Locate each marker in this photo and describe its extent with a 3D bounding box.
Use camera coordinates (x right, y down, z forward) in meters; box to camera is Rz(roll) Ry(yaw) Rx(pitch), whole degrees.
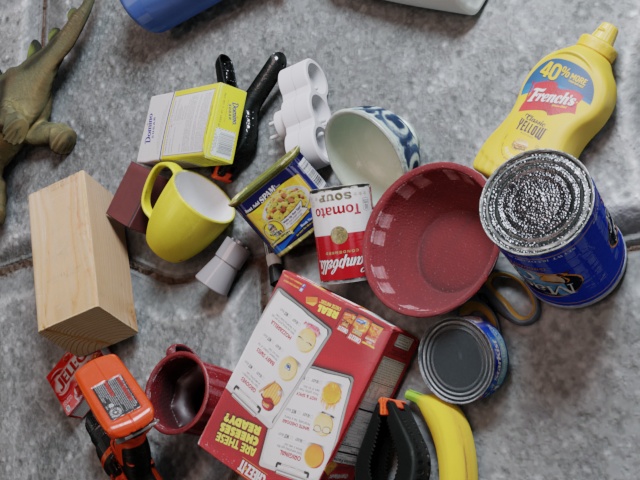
[{"bbox_3d":[-0.058,0.002,1.251,0.020,0.020,0.121,-25,61,25],"label":"marker"}]

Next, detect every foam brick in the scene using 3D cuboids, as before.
[{"bbox_3d":[-0.227,-0.051,1.366,0.051,0.052,0.078,25,87,38],"label":"foam brick"}]

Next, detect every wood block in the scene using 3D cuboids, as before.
[{"bbox_3d":[-0.302,0.029,1.346,0.090,0.090,0.206,-23,56,13],"label":"wood block"}]

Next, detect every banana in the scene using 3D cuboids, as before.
[{"bbox_3d":[0.124,0.232,1.036,0.070,0.037,0.198,-38,49,50],"label":"banana"}]

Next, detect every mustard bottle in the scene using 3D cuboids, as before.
[{"bbox_3d":[0.239,-0.132,1.067,0.096,0.058,0.191,35,94,43],"label":"mustard bottle"}]

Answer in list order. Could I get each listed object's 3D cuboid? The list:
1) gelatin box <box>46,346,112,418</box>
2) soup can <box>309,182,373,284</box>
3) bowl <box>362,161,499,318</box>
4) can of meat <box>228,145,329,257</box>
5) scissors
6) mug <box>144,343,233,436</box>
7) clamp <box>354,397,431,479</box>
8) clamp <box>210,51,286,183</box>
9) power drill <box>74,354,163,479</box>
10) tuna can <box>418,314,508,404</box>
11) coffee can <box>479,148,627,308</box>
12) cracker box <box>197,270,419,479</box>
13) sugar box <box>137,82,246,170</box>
[{"bbox_3d":[-0.300,0.169,1.352,0.089,0.030,0.073,-48,53,10],"label":"gelatin box"},{"bbox_3d":[0.027,-0.007,1.144,0.069,0.068,0.102,-6,92,33],"label":"soup can"},{"bbox_3d":[0.123,0.005,1.079,0.162,0.055,0.162,-14,66,33],"label":"bowl"},{"bbox_3d":[-0.038,-0.043,1.205,0.102,0.057,0.084,-38,99,19],"label":"can of meat"},{"bbox_3d":[0.139,0.039,1.103,0.202,0.016,0.096,37,96,38],"label":"scissors"},{"bbox_3d":[-0.142,0.169,1.210,0.093,0.081,0.117,-39,56,18],"label":"mug"},{"bbox_3d":[0.063,0.262,1.048,0.165,0.036,0.210,-29,54,43],"label":"clamp"},{"bbox_3d":[-0.095,-0.158,1.317,0.120,0.039,0.171,-6,75,49],"label":"clamp"},{"bbox_3d":[-0.225,0.215,1.201,0.057,0.188,0.185,-28,51,-22],"label":"power drill"},{"bbox_3d":[0.141,0.116,1.049,0.086,0.033,0.086,1,92,38],"label":"tuna can"},{"bbox_3d":[0.216,-0.008,0.979,0.103,0.140,0.103,-11,63,23],"label":"coffee can"},{"bbox_3d":[-0.013,0.161,1.131,0.164,0.072,0.214,26,90,38],"label":"cracker box"},{"bbox_3d":[-0.162,-0.138,1.324,0.177,0.048,0.093,2,78,56],"label":"sugar box"}]
